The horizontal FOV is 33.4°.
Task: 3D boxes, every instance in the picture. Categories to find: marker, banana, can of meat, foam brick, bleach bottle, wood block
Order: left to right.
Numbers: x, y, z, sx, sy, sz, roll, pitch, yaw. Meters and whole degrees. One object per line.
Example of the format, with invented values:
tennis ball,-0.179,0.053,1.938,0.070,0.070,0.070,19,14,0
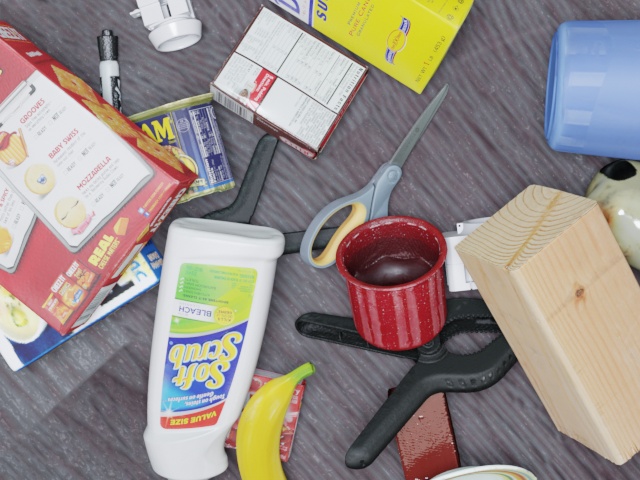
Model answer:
marker,-0.189,-0.129,0.966,0.020,0.020,0.121,-2,95,5
can of meat,-0.130,-0.075,0.933,0.102,0.057,0.084,-11,98,37
bleach bottle,-0.096,0.111,0.924,0.102,0.068,0.251,7,102,-2
banana,-0.038,0.195,0.936,0.069,0.037,0.198,0,119,0
foam brick,0.093,0.169,0.949,0.051,0.053,0.078,-12,94,5
wood block,0.208,0.068,0.867,0.090,0.090,0.206,-37,114,-13

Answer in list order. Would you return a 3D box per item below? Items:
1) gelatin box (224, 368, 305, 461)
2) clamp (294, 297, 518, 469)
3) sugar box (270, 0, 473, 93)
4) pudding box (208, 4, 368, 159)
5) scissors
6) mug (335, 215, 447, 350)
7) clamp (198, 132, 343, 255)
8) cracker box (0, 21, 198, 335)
gelatin box,-0.064,0.154,0.973,0.089,0.030,0.073,13,96,3
clamp,0.092,0.108,0.917,0.210,0.164,0.036,-12,138,-1
sugar box,0.033,-0.207,0.902,0.176,0.093,0.048,30,56,1
pudding box,-0.028,-0.138,0.931,0.113,0.039,0.090,32,79,0
scissors,0.064,-0.040,0.947,0.201,0.016,0.096,-44,125,-13
mug,0.067,0.031,0.915,0.093,0.117,0.081,2,132,16
clamp,-0.056,0.001,0.956,0.120,0.039,0.171,43,94,5
cracker box,-0.235,-0.054,0.879,0.214,0.072,0.164,39,102,2
